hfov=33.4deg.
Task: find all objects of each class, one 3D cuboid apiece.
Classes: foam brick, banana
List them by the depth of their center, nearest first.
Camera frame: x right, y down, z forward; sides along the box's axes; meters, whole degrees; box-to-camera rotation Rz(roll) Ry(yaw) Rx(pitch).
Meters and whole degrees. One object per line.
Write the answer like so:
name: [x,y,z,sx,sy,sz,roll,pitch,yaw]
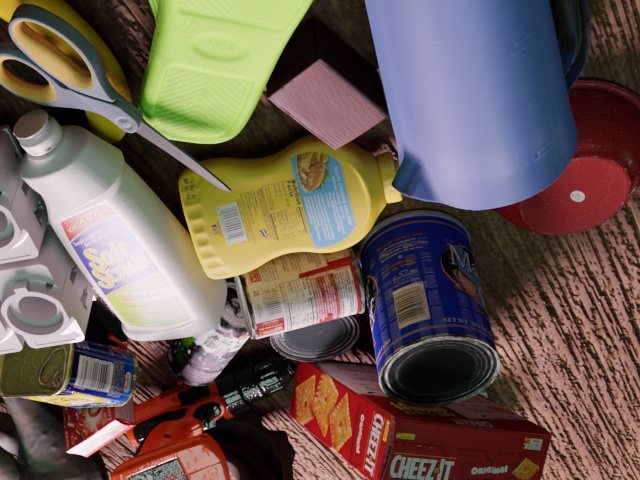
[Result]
banana: [-0.184,-0.129,0.760,0.070,0.037,0.197,-16,138,10]
foam brick: [0.004,-0.115,0.789,0.051,0.053,0.078,-34,131,27]

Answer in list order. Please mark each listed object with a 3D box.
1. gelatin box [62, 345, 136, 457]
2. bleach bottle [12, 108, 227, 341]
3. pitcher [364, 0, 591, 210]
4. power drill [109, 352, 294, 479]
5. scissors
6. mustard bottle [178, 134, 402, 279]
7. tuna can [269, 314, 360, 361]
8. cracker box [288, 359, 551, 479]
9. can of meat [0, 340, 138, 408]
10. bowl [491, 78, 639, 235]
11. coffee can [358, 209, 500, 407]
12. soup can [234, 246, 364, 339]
gelatin box: [-0.216,0.152,1.030,0.073,0.089,0.030,-34,141,26]
bleach bottle: [-0.170,-0.011,0.856,0.103,0.068,0.250,-6,142,22]
pitcher: [0.102,-0.153,0.717,0.145,0.149,0.243,-3,137,18]
power drill: [-0.114,0.179,1.012,0.184,0.187,0.057,-25,102,9]
scissors: [-0.156,-0.089,0.763,0.096,0.016,0.201,-9,139,34]
mustard bottle: [-0.011,-0.035,0.863,0.191,0.058,0.096,-13,107,6]
tuna can: [-0.007,0.077,1.016,0.086,0.034,0.086,-4,138,-4]
cracker box: [0.085,0.173,1.004,0.164,0.214,0.072,9,95,-23]
can of meat: [-0.229,0.121,0.973,0.102,0.057,0.083,-9,159,38]
bowl: [0.203,-0.055,0.882,0.162,0.055,0.162,-4,138,-4]
coffee can: [0.092,0.058,0.928,0.102,0.140,0.103,-4,138,-4]
soup can: [-0.019,0.043,0.937,0.102,0.068,0.068,-14,139,-10]
